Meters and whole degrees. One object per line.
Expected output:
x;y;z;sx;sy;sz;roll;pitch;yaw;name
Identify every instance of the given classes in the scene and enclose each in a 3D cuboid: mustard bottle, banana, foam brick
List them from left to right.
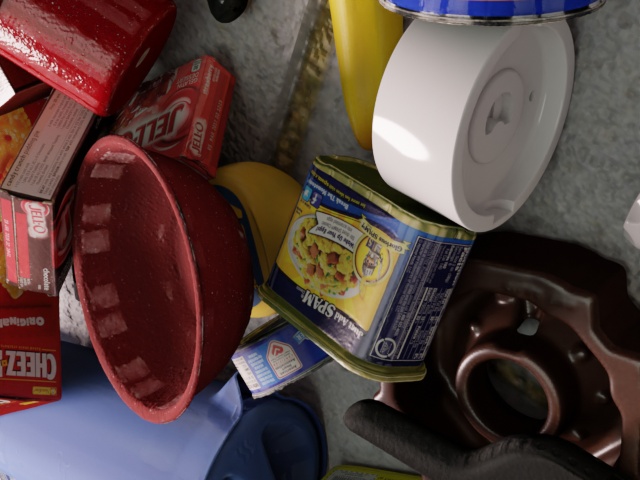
-0.195;-0.119;0.697;0.053;0.078;0.051;-24;98;41;foam brick
-0.055;0.001;0.665;0.192;0.058;0.096;-6;102;38;mustard bottle
0.016;-0.127;0.528;0.037;0.069;0.198;10;151;18;banana

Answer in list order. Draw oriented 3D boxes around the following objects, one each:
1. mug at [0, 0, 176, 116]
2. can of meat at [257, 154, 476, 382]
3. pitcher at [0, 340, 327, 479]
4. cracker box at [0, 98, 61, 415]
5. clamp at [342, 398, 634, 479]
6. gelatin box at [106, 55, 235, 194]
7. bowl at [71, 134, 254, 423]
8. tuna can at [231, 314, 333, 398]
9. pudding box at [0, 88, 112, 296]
-0.139;-0.127;0.639;0.081;0.117;0.093;32;90;-3;mug
0.024;0.011;0.553;0.102;0.057;0.084;35;111;42;can of meat
-0.126;0.156;0.750;0.243;0.149;0.145;12;154;36;pitcher
-0.257;0.017;0.754;0.164;0.071;0.214;-18;69;40;cracker box
0.092;0.150;0.567;0.172;0.039;0.120;3;113;37;clamp
-0.096;-0.066;0.653;0.089;0.073;0.030;-14;145;40;gelatin box
-0.084;0.018;0.601;0.162;0.055;0.162;23;118;52;bowl
-0.012;0.059;0.644;0.086;0.086;0.034;-29;92;42;tuna can
-0.164;-0.036;0.674;0.039;0.113;0.090;13;139;-2;pudding box
